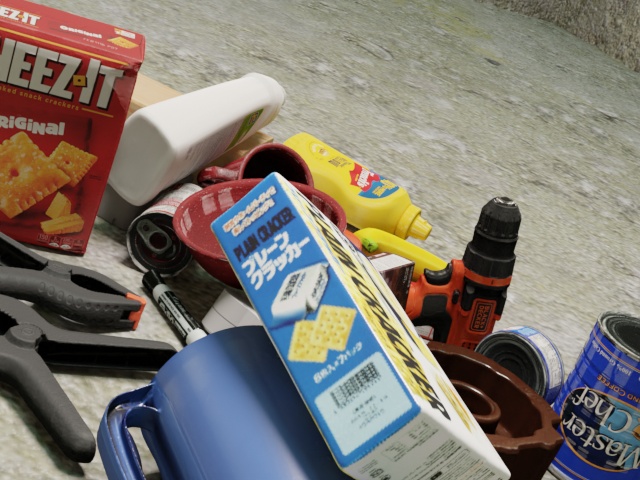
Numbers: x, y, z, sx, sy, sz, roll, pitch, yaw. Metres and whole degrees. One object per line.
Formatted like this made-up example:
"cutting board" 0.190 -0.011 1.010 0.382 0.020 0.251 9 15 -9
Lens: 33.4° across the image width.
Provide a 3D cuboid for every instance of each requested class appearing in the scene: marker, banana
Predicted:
"marker" -0.133 0.063 0.972 0.020 0.020 0.121 3 28 -37
"banana" 0.088 0.022 1.157 0.197 0.037 0.070 20 19 -47

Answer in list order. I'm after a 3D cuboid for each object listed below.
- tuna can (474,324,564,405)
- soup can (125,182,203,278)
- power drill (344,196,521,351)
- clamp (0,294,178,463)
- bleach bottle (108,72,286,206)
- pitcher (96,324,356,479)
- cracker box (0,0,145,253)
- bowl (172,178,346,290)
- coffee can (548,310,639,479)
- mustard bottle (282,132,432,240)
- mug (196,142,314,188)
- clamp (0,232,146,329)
"tuna can" 0.187 0.126 1.021 0.086 0.086 0.033 36 29 33
"soup can" -0.146 -0.012 1.068 0.068 0.068 0.102 22 22 2
"power drill" 0.095 0.034 1.047 0.187 0.184 0.057 8 23 -7
"clamp" -0.220 0.083 0.827 0.210 0.036 0.164 26 23 13
"bleach bottle" -0.116 -0.120 1.124 0.068 0.103 0.250 47 35 6
"pitcher" -0.033 0.174 0.674 0.149 0.145 0.243 -30 40 -3
"cracker box" -0.267 -0.103 0.974 0.164 0.214 0.072 14 29 -18
"bowl" -0.057 0.001 0.999 0.162 0.055 0.162 1 31 -1
"coffee can" 0.269 0.149 0.966 0.102 0.140 0.103 18 23 -8
"mustard bottle" 0.040 -0.053 1.212 0.192 0.058 0.096 30 26 13
"mug" -0.076 -0.053 1.130 0.117 0.093 0.082 13 -14 -31
"clamp" -0.238 0.032 0.926 0.171 0.039 0.120 20 21 -22
